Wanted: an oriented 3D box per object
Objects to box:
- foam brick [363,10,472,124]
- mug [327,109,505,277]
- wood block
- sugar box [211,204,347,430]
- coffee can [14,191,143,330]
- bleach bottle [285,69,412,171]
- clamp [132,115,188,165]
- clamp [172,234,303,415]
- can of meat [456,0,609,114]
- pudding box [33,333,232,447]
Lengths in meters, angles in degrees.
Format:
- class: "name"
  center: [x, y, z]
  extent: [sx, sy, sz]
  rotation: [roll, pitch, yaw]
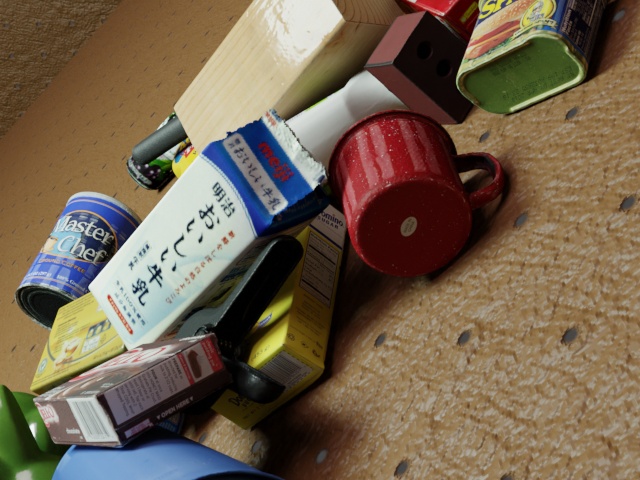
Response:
- class: "foam brick"
  center: [0.084, -0.134, 0.837]
  extent: [0.053, 0.078, 0.051]
  rotation: [-57, 24, -9]
- class: "mug"
  center: [0.067, -0.031, 0.721]
  extent: [0.117, 0.093, 0.081]
  rotation: [-11, 34, 0]
- class: "wood block"
  center: [-0.030, -0.152, 0.949]
  extent: [0.206, 0.090, 0.090]
  rotation: [-46, 64, 36]
- class: "sugar box"
  center: [-0.031, 0.050, 0.818]
  extent: [0.093, 0.048, 0.176]
  rotation: [-39, 27, 32]
- class: "coffee can"
  center: [-0.276, 0.028, 1.239]
  extent: [0.103, 0.102, 0.140]
  rotation: [-26, 34, 46]
- class: "bleach bottle"
  center: [-0.004, -0.084, 0.897]
  extent: [0.251, 0.068, 0.102]
  rotation: [-34, 9, 5]
- class: "clamp"
  center: [-0.113, -0.153, 1.152]
  extent: [0.164, 0.036, 0.210]
  rotation: [-53, 23, -22]
- class: "clamp"
  center: [-0.066, 0.066, 0.745]
  extent: [0.172, 0.039, 0.120]
  rotation: [-22, 42, 50]
- class: "can of meat"
  center: [0.150, -0.145, 0.757]
  extent: [0.102, 0.057, 0.084]
  rotation: [-22, 39, 50]
- class: "pudding box"
  center: [-0.123, 0.097, 0.692]
  extent: [0.089, 0.039, 0.114]
  rotation: [-28, 10, -34]
